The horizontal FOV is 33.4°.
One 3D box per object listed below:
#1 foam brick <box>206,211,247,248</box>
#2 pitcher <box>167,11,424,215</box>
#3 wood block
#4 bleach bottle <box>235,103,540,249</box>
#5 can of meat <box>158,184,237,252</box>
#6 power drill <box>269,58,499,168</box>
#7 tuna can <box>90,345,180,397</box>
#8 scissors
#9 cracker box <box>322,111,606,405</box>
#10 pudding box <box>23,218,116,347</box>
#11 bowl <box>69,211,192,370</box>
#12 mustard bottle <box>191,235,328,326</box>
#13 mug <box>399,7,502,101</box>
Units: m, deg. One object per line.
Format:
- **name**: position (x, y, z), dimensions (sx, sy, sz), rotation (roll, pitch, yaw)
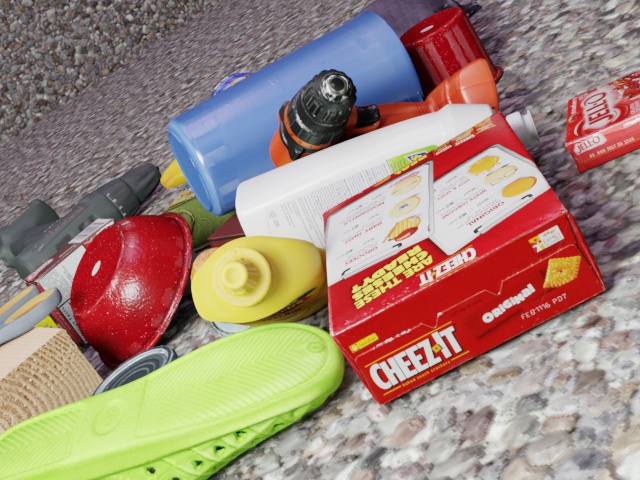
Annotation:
- **foam brick**: position (-0.057, 0.001, 1.001), dimensions (0.078, 0.051, 0.052), rotation (-7, 31, 50)
- **pitcher**: position (-0.020, -0.117, 1.069), dimensions (0.242, 0.145, 0.149), rotation (-28, 5, -13)
- **wood block**: position (-0.280, 0.137, 0.964), dimensions (0.090, 0.090, 0.207), rotation (-44, 22, -29)
- **bleach bottle**: position (0.061, -0.044, 0.892), dimensions (0.251, 0.102, 0.068), rotation (-20, 30, 11)
- **can of meat**: position (-0.121, -0.039, 1.185), dimensions (0.102, 0.057, 0.084), rotation (-24, 19, 22)
- **power drill**: position (0.056, -0.113, 0.932), dimensions (0.187, 0.057, 0.185), rotation (-10, -9, -16)
- **tuna can**: position (-0.146, 0.125, 0.872), dimensions (0.086, 0.033, 0.086), rotation (-29, 20, 11)
- **scissors**: position (-0.294, 0.097, 0.919), dimensions (0.096, 0.016, 0.201), rotation (-18, 23, 34)
- **cracker box**: position (0.088, 0.005, 0.747), dimensions (0.164, 0.072, 0.213), rotation (-30, 21, 10)
- **pudding box**: position (-0.240, 0.043, 1.123), dimensions (0.113, 0.090, 0.039), rotation (-44, 24, -29)
- **bowl**: position (-0.188, 0.037, 1.004), dimensions (0.162, 0.055, 0.162), rotation (-34, 42, 38)
- **mustard bottle**: position (-0.042, 0.031, 0.780), dimensions (0.096, 0.058, 0.191), rotation (-17, -8, 6)
- **mug**: position (0.130, -0.195, 1.133), dimensions (0.093, 0.081, 0.117), rotation (-31, 20, 6)
